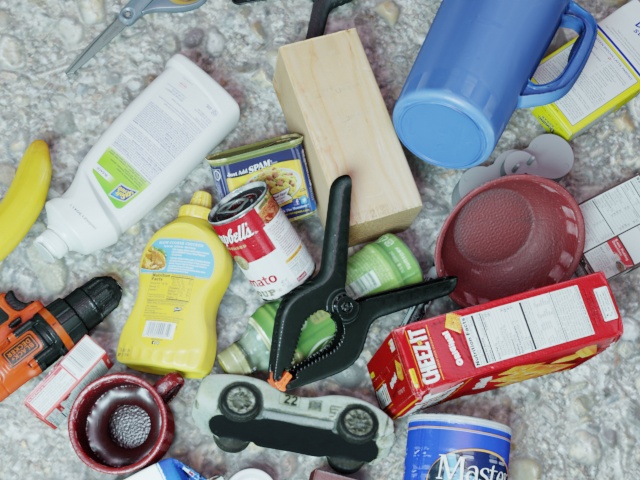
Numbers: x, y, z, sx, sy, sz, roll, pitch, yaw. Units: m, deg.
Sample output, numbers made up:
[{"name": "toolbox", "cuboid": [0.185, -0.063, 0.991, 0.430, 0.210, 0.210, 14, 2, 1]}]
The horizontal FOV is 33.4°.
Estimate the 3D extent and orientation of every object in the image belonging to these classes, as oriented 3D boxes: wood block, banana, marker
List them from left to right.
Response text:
[{"name": "banana", "cuboid": [-0.319, -0.019, 1.042, 0.069, 0.037, 0.197, 40, 63, 2]}, {"name": "wood block", "cuboid": [0.026, -0.105, 1.128, 0.090, 0.091, 0.206, -16, 76, -11]}, {"name": "marker", "cuboid": [0.110, 0.058, 1.125, 0.020, 0.020, 0.121, 28, 73, 3]}]

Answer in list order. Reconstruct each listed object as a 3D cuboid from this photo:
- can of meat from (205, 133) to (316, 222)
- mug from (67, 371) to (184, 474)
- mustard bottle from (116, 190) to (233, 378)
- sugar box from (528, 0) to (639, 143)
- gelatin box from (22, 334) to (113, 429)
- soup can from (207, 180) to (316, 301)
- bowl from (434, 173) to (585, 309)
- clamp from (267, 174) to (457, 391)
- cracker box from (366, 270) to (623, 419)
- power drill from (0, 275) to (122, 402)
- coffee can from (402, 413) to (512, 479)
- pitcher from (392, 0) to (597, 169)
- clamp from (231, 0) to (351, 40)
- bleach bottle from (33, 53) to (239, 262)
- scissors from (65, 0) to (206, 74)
[{"name": "can of meat", "cuboid": [-0.059, -0.058, 1.109, 0.102, 0.057, 0.084, -16, 104, -9]}, {"name": "mug", "cuboid": [-0.177, 0.170, 1.025, 0.093, 0.081, 0.117, 43, 82, 11]}, {"name": "mustard bottle", "cuboid": [-0.139, 0.040, 1.083, 0.096, 0.058, 0.191, 4, 71, 21]}, {"name": "sugar box", "cuboid": [0.314, -0.190, 1.206, 0.176, 0.048, 0.093, -32, 78, -17]}, {"name": "gelatin box", "cuboid": [-0.245, 0.138, 1.038, 0.030, 0.073, 0.089, 40, 75, 7]}, {"name": "soup can", "cuboid": [-0.057, 0.001, 1.057, 0.068, 0.069, 0.102, -38, 114, -15]}, {"name": "bowl", "cuboid": [0.189, -0.003, 1.109, 0.162, 0.055, 0.162, -5, 116, -10]}, {"name": "clamp", "cuboid": [0.029, 0.065, 1.035, 0.164, 0.036, 0.210, 35, 79, -14]}, {"name": "cracker box", "cuboid": [0.165, 0.108, 1.041, 0.213, 0.164, 0.072, -15, 74, -10]}, {"name": "power drill", "cuboid": [-0.318, 0.049, 1.066, 0.184, 0.057, 0.188, -39, 80, -21]}, {"name": "coffee can", "cuboid": [0.128, 0.245, 1.028, 0.102, 0.103, 0.140, 9, 73, -3]}, {"name": "pitcher", "cuboid": [0.176, -0.189, 1.113, 0.145, 0.149, 0.242, 47, 53, -26]}, {"name": "clamp", "cuboid": [-0.015, -0.290, 1.206, 0.120, 0.039, 0.171, 36, 67, 1]}, {"name": "bleach bottle", "cuboid": [-0.198, -0.077, 1.094, 0.102, 0.068, 0.250, 41, 66, 6]}, {"name": "scissors", "cuboid": [-0.193, -0.247, 1.187, 0.096, 0.016, 0.201, 26, 73, 2]}]
